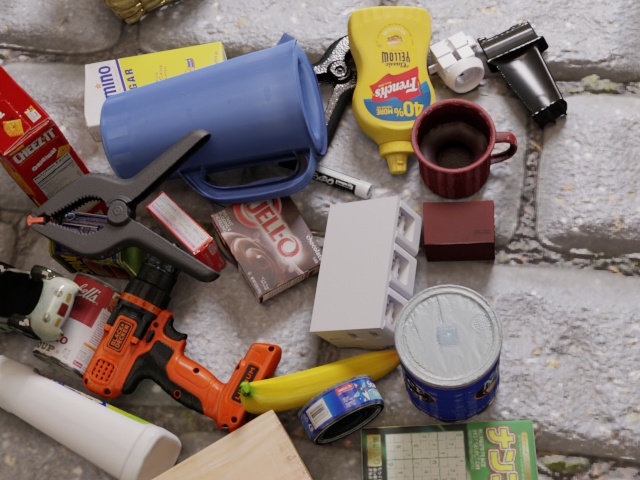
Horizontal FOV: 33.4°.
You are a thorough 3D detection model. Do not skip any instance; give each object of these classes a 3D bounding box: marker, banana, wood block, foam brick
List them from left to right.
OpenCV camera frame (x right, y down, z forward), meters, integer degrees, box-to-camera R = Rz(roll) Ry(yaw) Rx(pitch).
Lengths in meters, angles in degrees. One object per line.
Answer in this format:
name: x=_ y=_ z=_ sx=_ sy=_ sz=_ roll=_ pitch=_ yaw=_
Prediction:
wood block: x=-0.110 y=0.268 z=1.072 sx=0.206 sy=0.091 sz=0.090 roll=-30 pitch=65 yaw=-5
banana: x=-0.007 y=0.150 z=1.108 sx=0.197 sy=0.070 sz=0.037 roll=-10 pitch=79 yaw=-32
marker: x=0.003 y=-0.077 z=1.245 sx=0.121 sy=0.020 sz=0.020 roll=22 pitch=71 yaw=17
foam brick: x=0.153 y=-0.010 z=1.175 sx=0.078 sy=0.051 sz=0.053 roll=-1 pitch=67 yaw=9

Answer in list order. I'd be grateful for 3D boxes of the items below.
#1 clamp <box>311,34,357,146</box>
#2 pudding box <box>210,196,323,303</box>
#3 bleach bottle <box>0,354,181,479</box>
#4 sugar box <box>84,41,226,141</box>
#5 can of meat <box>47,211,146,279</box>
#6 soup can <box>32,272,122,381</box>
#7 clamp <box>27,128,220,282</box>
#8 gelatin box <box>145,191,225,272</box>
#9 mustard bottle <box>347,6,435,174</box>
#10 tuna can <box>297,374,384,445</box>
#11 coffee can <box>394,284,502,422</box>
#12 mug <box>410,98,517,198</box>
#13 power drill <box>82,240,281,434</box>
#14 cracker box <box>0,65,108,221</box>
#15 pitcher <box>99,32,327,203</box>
clamp: x=0.024 y=-0.186 z=1.280 sx=0.171 sy=0.039 sz=0.120 roll=-29 pitch=81 yaw=-5
pudding box: x=-0.058 y=0.002 z=1.194 sx=0.090 sy=0.039 sz=0.113 roll=-28 pitch=79 yaw=-12
bleach bottle: x=-0.274 y=0.181 z=1.128 sx=0.251 sy=0.102 sz=0.068 roll=24 pitch=79 yaw=17
sugar box: x=-0.200 y=-0.182 z=1.308 sx=0.176 sy=0.048 sz=0.093 roll=-8 pitch=66 yaw=4
can of meat: x=-0.248 y=0.006 z=1.203 sx=0.084 sy=0.102 sz=0.057 roll=7 pitch=73 yaw=9
soup can: x=-0.265 y=0.096 z=1.183 sx=0.068 sy=0.068 sz=0.102 roll=21 pitch=71 yaw=17
clamp: x=-0.206 y=-0.039 z=1.137 sx=0.210 sy=0.036 sz=0.164 roll=1 pitch=80 yaw=7
gelatin box: x=-0.151 y=-0.006 z=1.207 sx=0.030 sy=0.073 sz=0.089 roll=-44 pitch=68 yaw=-11
mustard bottle: x=0.084 y=-0.172 z=1.237 sx=0.096 sy=0.058 sz=0.191 roll=-2 pitch=83 yaw=-9
tuna can: x=0.022 y=0.175 z=1.095 sx=0.086 sy=0.086 sz=0.034 roll=-28 pitch=67 yaw=-4
coffee can: x=0.130 y=0.117 z=1.073 sx=0.103 sy=0.140 sz=0.103 roll=-3 pitch=66 yaw=7
mug: x=0.162 y=-0.100 z=1.196 sx=0.117 sy=0.081 sz=0.093 roll=-8 pitch=66 yaw=5
power drill: x=-0.140 y=0.111 z=1.149 sx=0.188 sy=0.057 sz=0.184 roll=24 pitch=79 yaw=12
cracker box: x=-0.337 y=-0.113 z=1.205 sx=0.072 sy=0.213 sz=0.164 roll=-42 pitch=67 yaw=-10
pitcher: x=-0.118 y=-0.127 z=1.204 sx=0.243 sy=0.145 sz=0.149 roll=-12 pitch=28 yaw=12
